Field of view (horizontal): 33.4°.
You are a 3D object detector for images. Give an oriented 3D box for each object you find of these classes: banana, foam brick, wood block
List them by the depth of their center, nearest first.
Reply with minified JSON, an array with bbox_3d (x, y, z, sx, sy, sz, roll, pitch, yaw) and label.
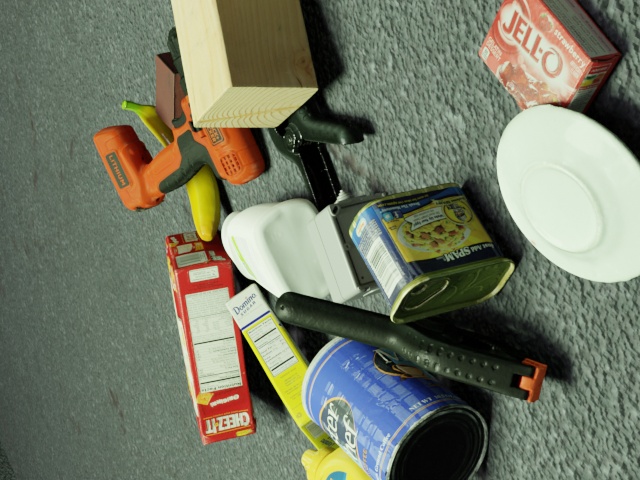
[{"bbox_3d":[-0.079,-0.217,0.988,0.090,0.090,0.206,-34,64,56],"label":"wood block"},{"bbox_3d":[-0.158,-0.175,1.238,0.053,0.051,0.078,48,142,41],"label":"foam brick"},{"bbox_3d":[-0.164,-0.089,1.273,0.198,0.069,0.037,56,144,10],"label":"banana"}]

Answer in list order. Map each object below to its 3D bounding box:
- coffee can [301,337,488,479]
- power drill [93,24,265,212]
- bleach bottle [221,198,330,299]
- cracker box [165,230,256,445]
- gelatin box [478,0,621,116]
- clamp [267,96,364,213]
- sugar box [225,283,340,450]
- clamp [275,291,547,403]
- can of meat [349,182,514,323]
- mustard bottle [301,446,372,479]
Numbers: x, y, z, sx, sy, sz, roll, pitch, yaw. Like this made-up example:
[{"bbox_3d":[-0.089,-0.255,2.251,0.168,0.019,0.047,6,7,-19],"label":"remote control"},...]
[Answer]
[{"bbox_3d":[0.062,0.153,0.926,0.140,0.102,0.103,37,134,50],"label":"coffee can"},{"bbox_3d":[-0.165,-0.125,1.180,0.188,0.057,0.184,-23,92,36],"label":"power drill"},{"bbox_3d":[-0.057,0.001,1.094,0.102,0.068,0.251,66,165,-14],"label":"bleach bottle"},{"bbox_3d":[-0.131,0.108,1.267,0.164,0.072,0.214,-132,33,-72],"label":"cracker box"},{"bbox_3d":[0.148,-0.124,0.706,0.089,0.030,0.073,60,149,27],"label":"gelatin box"},{"bbox_3d":[-0.013,-0.088,1.022,0.172,0.039,0.120,49,138,46],"label":"clamp"},{"bbox_3d":[-0.033,0.136,1.124,0.176,0.048,0.093,51,174,36],"label":"sugar box"},{"bbox_3d":[0.090,0.079,0.849,0.210,0.164,0.036,17,99,34],"label":"clamp"},{"bbox_3d":[0.083,0.007,0.819,0.084,0.101,0.057,62,149,29],"label":"can of meat"},{"bbox_3d":[0.051,0.241,0.997,0.192,0.058,0.096,22,136,44],"label":"mustard bottle"}]
